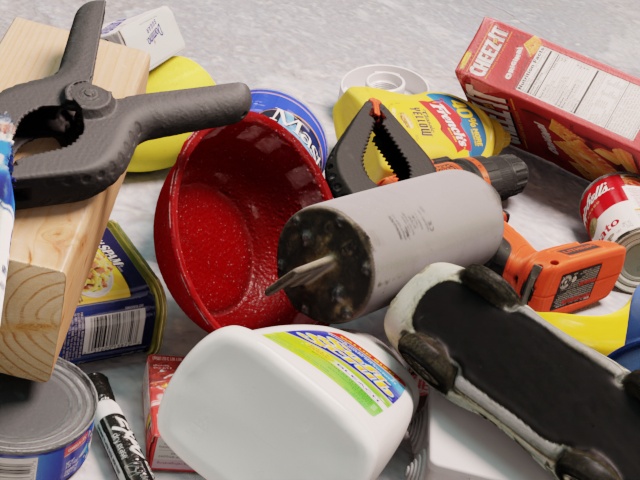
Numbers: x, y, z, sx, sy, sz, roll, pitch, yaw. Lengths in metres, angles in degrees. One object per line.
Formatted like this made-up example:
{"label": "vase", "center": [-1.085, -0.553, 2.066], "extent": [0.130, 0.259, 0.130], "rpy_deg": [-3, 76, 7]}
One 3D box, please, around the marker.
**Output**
{"label": "marker", "center": [-0.111, 0.115, 0.595], "extent": [0.020, 0.020, 0.121], "rpy_deg": [-3, 34, -30]}

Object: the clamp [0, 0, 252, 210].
{"label": "clamp", "center": [-0.116, -0.065, 0.580], "extent": [0.120, 0.039, 0.171], "rpy_deg": [21, 47, 10]}

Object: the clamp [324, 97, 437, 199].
{"label": "clamp", "center": [0.062, -0.018, 0.823], "extent": [0.164, 0.036, 0.210], "rpy_deg": [10, 55, -16]}

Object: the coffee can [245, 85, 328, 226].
{"label": "coffee can", "center": [-0.053, -0.046, 0.815], "extent": [0.103, 0.103, 0.140], "rpy_deg": [16, 29, 1]}

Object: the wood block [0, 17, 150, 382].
{"label": "wood block", "center": [-0.169, -0.031, 0.622], "extent": [0.090, 0.090, 0.206], "rpy_deg": [14, 42, -6]}

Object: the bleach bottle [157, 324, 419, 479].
{"label": "bleach bottle", "center": [0.001, 0.083, 0.587], "extent": [0.102, 0.068, 0.250], "rpy_deg": [36, 8, 8]}

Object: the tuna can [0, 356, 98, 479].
{"label": "tuna can", "center": [-0.167, 0.098, 0.583], "extent": [0.086, 0.034, 0.086], "rpy_deg": [11, 29, -7]}

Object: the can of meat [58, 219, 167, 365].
{"label": "can of meat", "center": [-0.157, 0.035, 0.675], "extent": [0.083, 0.057, 0.102], "rpy_deg": [-8, 37, -33]}

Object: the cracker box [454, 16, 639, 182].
{"label": "cracker box", "center": [0.248, -0.118, 1.039], "extent": [0.214, 0.072, 0.164], "rpy_deg": [28, -6, 23]}

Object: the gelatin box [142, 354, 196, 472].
{"label": "gelatin box", "center": [-0.059, 0.102, 0.630], "extent": [0.089, 0.030, 0.073], "rpy_deg": [6, 31, -15]}

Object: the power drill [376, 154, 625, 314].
{"label": "power drill", "center": [0.161, -0.012, 0.907], "extent": [0.184, 0.057, 0.188], "rpy_deg": [-16, 39, -37]}

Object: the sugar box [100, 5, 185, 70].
{"label": "sugar box", "center": [-0.210, -0.146, 0.886], "extent": [0.176, 0.048, 0.093], "rpy_deg": [-13, 19, 24]}

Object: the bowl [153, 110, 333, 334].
{"label": "bowl", "center": [-0.054, 0.001, 0.686], "extent": [0.055, 0.162, 0.161], "rpy_deg": [-14, 9, 38]}

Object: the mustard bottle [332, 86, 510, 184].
{"label": "mustard bottle", "center": [0.108, -0.097, 1.012], "extent": [0.191, 0.058, 0.096], "rpy_deg": [-3, 59, -36]}
